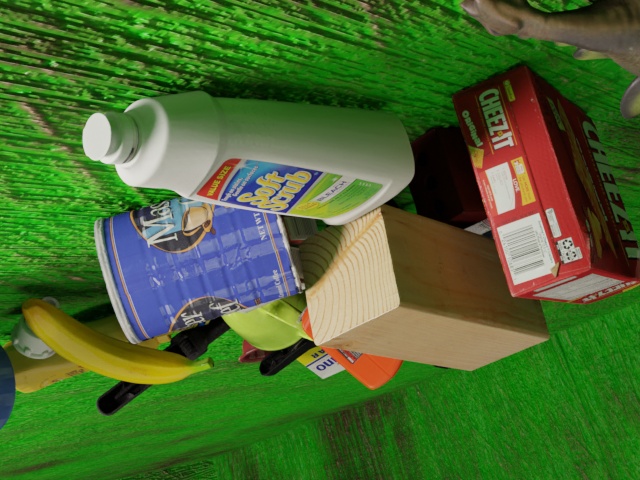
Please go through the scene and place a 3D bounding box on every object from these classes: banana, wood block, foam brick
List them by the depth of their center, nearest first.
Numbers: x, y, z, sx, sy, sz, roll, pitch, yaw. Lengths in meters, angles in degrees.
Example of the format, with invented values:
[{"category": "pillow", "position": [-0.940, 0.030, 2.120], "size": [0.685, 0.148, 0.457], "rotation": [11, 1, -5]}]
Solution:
[{"category": "wood block", "position": [0.090, 0.044, 0.887], "size": [0.091, 0.090, 0.205], "rotation": [-28, 151, 37]}, {"category": "foam brick", "position": [0.109, -0.050, 0.900], "size": [0.051, 0.078, 0.053], "rotation": [-8, 164, -40]}, {"category": "banana", "position": [-0.204, 0.102, 1.030], "size": [0.197, 0.037, 0.070], "rotation": [21, 127, -29]}]

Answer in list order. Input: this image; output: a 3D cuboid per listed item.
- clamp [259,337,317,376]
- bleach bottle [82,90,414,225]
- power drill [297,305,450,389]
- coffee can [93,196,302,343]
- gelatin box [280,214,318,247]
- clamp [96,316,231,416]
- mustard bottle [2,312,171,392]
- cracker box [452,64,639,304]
[{"category": "clamp", "position": [-0.012, 0.091, 1.205], "size": [0.171, 0.039, 0.120], "rotation": [-24, 142, 8]}, {"category": "bleach bottle", "position": [-0.050, -0.056, 0.717], "size": [0.250, 0.068, 0.103], "rotation": [1, 157, -46]}, {"category": "power drill", "position": [0.063, 0.087, 1.097], "size": [0.057, 0.184, 0.187], "rotation": [-51, 176, 17]}, {"category": "coffee can", "position": [-0.095, 0.013, 0.844], "size": [0.140, 0.103, 0.103], "rotation": [-17, 167, -2]}, {"category": "gelatin box", "position": [-0.057, 0.001, 1.003], "size": [0.089, 0.030, 0.073], "rotation": [-2, 161, -39]}, {"category": "clamp", "position": [-0.160, 0.126, 1.219], "size": [0.165, 0.036, 0.209], "rotation": [-34, -179, 19]}, {"category": "mustard bottle", "position": [-0.240, 0.111, 1.157], "size": [0.191, 0.058, 0.096], "rotation": [-17, 167, -1]}, {"category": "cracker box", "position": [0.194, -0.037, 0.873], "size": [0.072, 0.164, 0.213], "rotation": [-21, 166, 25]}]
